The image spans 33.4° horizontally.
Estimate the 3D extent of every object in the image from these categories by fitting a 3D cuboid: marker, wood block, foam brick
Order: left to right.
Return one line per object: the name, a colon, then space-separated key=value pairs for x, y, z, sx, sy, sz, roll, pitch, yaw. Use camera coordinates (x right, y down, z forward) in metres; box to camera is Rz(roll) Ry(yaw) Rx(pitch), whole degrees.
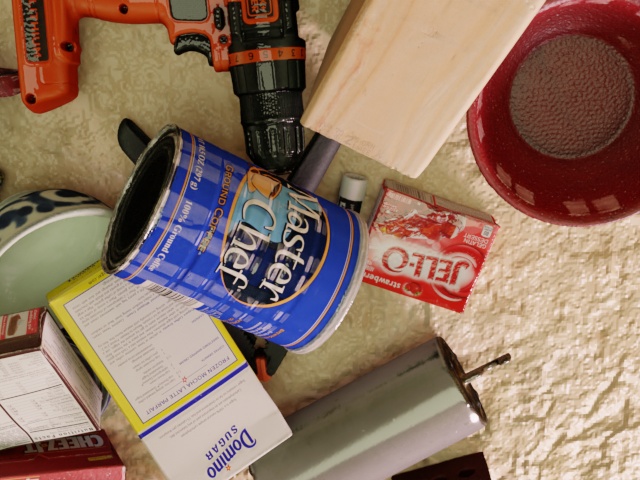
marker: x=0.013 y=0.010 z=0.782 sx=0.020 sy=0.020 sz=0.121 roll=12 pitch=107 yaw=-3
wood block: x=0.073 y=-0.146 z=0.644 sx=0.090 sy=0.090 sz=0.206 roll=25 pitch=139 yaw=-7
foam brick: x=0.098 y=0.206 z=0.826 sx=0.078 sy=0.053 sz=0.051 roll=-17 pitch=107 yaw=5

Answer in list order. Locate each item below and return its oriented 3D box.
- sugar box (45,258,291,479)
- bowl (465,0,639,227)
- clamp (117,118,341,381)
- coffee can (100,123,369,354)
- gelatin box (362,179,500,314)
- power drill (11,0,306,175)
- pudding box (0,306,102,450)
sugar box: x=-0.105 y=0.088 z=0.748 sx=0.093 sy=0.048 sz=0.176 roll=-33 pitch=106 yaw=-11
bowl: x=0.177 y=-0.093 z=0.728 sx=0.162 sy=0.055 sz=0.162 roll=0 pitch=108 yaw=1
clamp: x=-0.043 y=-0.002 z=0.770 sx=0.164 sy=0.036 sz=0.210 roll=-11 pitch=105 yaw=5
coffee can: x=-0.054 y=0.001 z=0.685 sx=0.140 sy=0.103 sz=0.103 roll=25 pitch=107 yaw=-23
gelatin box: x=0.075 y=0.005 z=0.774 sx=0.089 sy=0.030 sz=0.073 roll=19 pitch=107 yaw=-5
power drill: x=-0.104 y=-0.129 z=0.709 sx=0.187 sy=0.057 sz=0.184 roll=-5 pitch=93 yaw=0
pudding box: x=-0.213 y=0.100 z=0.744 sx=0.090 sy=0.039 sz=0.113 roll=-13 pitch=140 yaw=4
